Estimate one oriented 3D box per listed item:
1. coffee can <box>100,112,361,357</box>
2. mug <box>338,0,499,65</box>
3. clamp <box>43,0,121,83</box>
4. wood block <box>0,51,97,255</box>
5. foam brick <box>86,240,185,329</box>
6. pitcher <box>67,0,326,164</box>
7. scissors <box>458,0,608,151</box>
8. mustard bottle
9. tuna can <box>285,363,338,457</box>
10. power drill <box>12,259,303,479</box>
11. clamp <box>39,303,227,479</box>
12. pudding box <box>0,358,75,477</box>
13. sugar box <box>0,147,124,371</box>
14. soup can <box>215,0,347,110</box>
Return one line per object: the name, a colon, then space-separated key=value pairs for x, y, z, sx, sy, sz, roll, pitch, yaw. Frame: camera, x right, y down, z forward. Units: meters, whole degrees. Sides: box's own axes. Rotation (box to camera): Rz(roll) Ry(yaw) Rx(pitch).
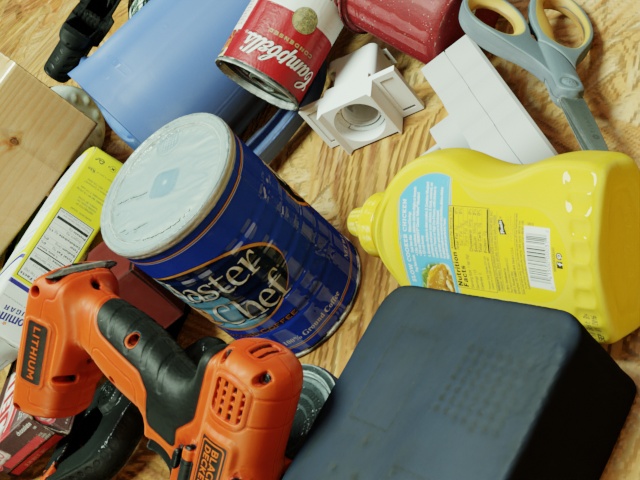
coffee can: x=-0.054 y=0.001 z=0.681 sx=0.103 sy=0.140 sz=0.103 roll=-24 pitch=44 yaw=26
mug: x=0.080 y=-0.172 z=0.744 sx=0.082 sy=0.117 sz=0.093 roll=35 pitch=126 yaw=27
clamp: x=-0.201 y=-0.204 z=0.955 sx=0.164 sy=0.036 sz=0.210 roll=-61 pitch=15 yaw=-22
wood block: x=-0.291 y=-0.047 z=0.885 sx=0.206 sy=0.090 sz=0.090 roll=-54 pitch=34 yaw=-2
foam brick: x=-0.130 y=0.030 z=0.750 sx=0.051 sy=0.053 sz=0.078 roll=-37 pitch=27 yaw=15
pitcher: x=-0.065 y=-0.160 z=0.849 sx=0.243 sy=0.149 sz=0.145 roll=-46 pitch=18 yaw=-3
scissors: x=0.128 y=-0.098 z=0.638 sx=0.096 sy=0.016 sz=0.201 roll=13 pitch=42 yaw=-1
mustard bottle: x=0.087 y=-0.003 z=0.598 sx=0.058 sy=0.096 sz=0.192 roll=-22 pitch=20 yaw=-40
tuna can: x=-0.013 y=0.117 z=0.631 sx=0.086 sy=0.033 sz=0.086 roll=-25 pitch=44 yaw=26
power drill: x=-0.098 y=0.109 z=0.614 sx=0.188 sy=0.057 sz=0.184 roll=29 pitch=115 yaw=30
clamp: x=-0.133 y=0.106 z=0.750 sx=0.171 sy=0.039 sz=0.120 roll=-44 pitch=22 yaw=7
pudding box: x=-0.206 y=0.107 z=0.788 sx=0.090 sy=0.039 sz=0.113 roll=-39 pitch=29 yaw=39
sugar box: x=-0.215 y=0.016 z=0.827 sx=0.094 sy=0.048 sz=0.176 roll=-31 pitch=30 yaw=54
soup can: x=-0.021 y=-0.154 z=0.764 sx=0.069 sy=0.068 sz=0.102 roll=23 pitch=82 yaw=50
